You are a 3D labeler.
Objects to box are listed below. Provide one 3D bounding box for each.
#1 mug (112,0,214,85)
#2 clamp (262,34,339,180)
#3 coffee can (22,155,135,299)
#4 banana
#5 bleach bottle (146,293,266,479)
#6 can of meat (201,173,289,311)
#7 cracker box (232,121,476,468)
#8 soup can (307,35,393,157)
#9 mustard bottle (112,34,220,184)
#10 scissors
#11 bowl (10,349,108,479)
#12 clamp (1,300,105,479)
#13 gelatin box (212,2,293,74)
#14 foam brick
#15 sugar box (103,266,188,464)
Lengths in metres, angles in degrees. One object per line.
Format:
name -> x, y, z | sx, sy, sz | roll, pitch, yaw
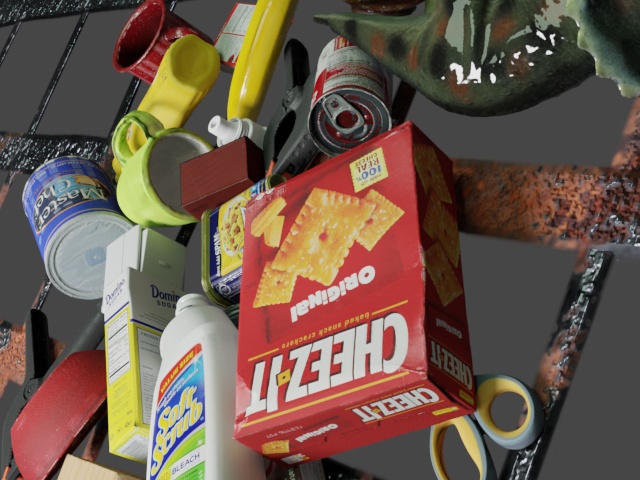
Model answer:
mug -> -0.164, -0.212, 1.184 | 0.117, 0.081, 0.093 | -7, 62, 48
clamp -> -0.019, -0.130, 0.999 | 0.120, 0.039, 0.171 | 4, 67, 63
coffee can -> -0.258, -0.016, 1.150 | 0.103, 0.102, 0.140 | -53, 37, 11
banana -> -0.052, -0.191, 1.046 | 0.037, 0.069, 0.198 | 21, 92, 13
bleach bottle -> -0.096, 0.143, 0.827 | 0.103, 0.068, 0.251 | -41, 37, 23
can of meat -> -0.056, 0.001, 0.941 | 0.084, 0.057, 0.102 | -30, 47, 31
cracker box -> 0.019, 0.038, 0.777 | 0.164, 0.072, 0.213 | -23, 48, 30
soup can -> 0.027, -0.123, 0.893 | 0.069, 0.068, 0.102 | -37, 26, 29
mustard bottle -> -0.175, -0.124, 1.139 | 0.192, 0.058, 0.096 | -50, 18, 38
scissors -> 0.095, 0.086, 0.741 | 0.096, 0.016, 0.202 | -38, 42, 25
bowl -> -0.234, 0.155, 0.982 | 0.162, 0.055, 0.162 | -53, 1, 1
clamp -> -0.285, 0.156, 1.126 | 0.165, 0.036, 0.210 | -17, 53, 42
gelatin box -> -0.075, -0.210, 1.122 | 0.089, 0.030, 0.073 | 23, 84, 54
foam brick -> -0.086, -0.054, 0.998 | 0.078, 0.053, 0.051 | -20, 55, 22
sugar box -> -0.141, 0.114, 0.937 | 0.048, 0.093, 0.176 | -41, 40, 25
